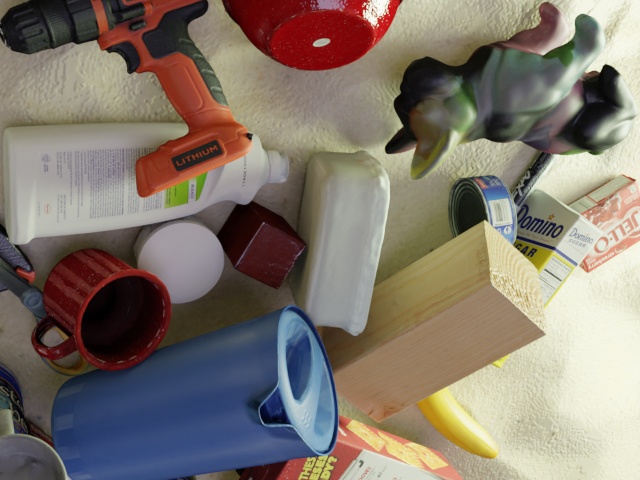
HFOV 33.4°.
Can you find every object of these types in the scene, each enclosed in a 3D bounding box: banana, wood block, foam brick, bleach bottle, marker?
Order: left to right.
[{"bbox_3d":[-0.151,-0.055,0.954,0.250,0.068,0.102,-3,112,-21],"label":"bleach bottle"},{"bbox_3d":[-0.057,0.001,1.002,0.051,0.078,0.053,29,100,-26],"label":"foam brick"},{"bbox_3d":[0.106,0.082,1.040,0.206,0.090,0.090,-33,124,29],"label":"wood block"},{"bbox_3d":[0.136,0.173,1.156,0.037,0.070,0.197,-57,136,-35],"label":"banana"},{"bbox_3d":[0.212,-0.054,1.109,0.020,0.020,0.121,30,100,-28],"label":"marker"}]

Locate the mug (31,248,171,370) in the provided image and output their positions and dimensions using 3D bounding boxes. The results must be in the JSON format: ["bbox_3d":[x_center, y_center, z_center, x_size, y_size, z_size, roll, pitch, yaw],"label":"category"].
[{"bbox_3d":[-0.200,0.063,0.936,0.117,0.082,0.093,-38,129,-22],"label":"mug"}]

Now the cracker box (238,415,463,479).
[{"bbox_3d":[0.020,0.273,1.110,0.213,0.072,0.164,25,101,-30],"label":"cracker box"}]

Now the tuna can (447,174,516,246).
[{"bbox_3d":[0.161,-0.022,1.066,0.033,0.086,0.086,-8,115,-18],"label":"tuna can"}]

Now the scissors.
[{"bbox_3d":[-0.241,0.046,0.964,0.096,0.016,0.202,-30,134,-16],"label":"scissors"}]

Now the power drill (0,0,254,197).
[{"bbox_3d":[-0.150,-0.134,0.885,0.184,0.057,0.187,-23,96,-16],"label":"power drill"}]

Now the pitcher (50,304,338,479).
[{"bbox_3d":[-0.111,0.148,0.967,0.243,0.145,0.149,-15,143,18],"label":"pitcher"}]

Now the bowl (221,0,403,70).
[{"bbox_3d":[-0.002,-0.190,0.898,0.162,0.055,0.162,-5,158,-2],"label":"bowl"}]

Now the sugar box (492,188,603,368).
[{"bbox_3d":[0.203,0.037,1.103,0.048,0.093,0.176,29,99,-28],"label":"sugar box"}]
